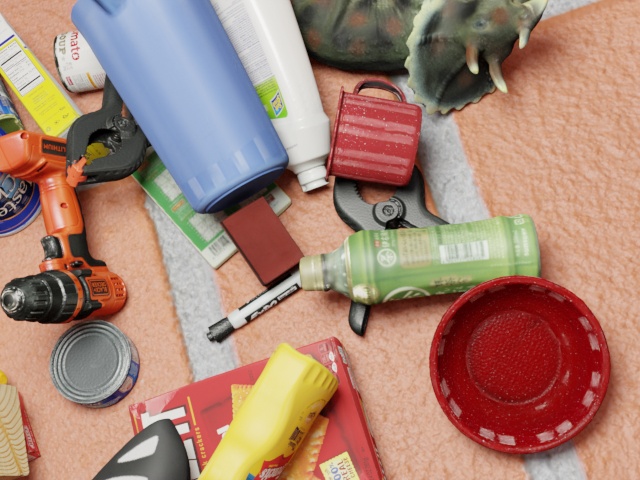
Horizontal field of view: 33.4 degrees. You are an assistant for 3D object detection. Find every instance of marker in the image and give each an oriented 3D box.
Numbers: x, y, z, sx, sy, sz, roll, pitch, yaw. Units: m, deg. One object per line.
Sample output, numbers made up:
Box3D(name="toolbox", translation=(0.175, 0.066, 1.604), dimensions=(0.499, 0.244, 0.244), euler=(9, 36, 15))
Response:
Box3D(name="marker", translation=(-0.063, 0.065, 1.078), dimensions=(0.121, 0.020, 0.020), euler=(-33, 68, -2))

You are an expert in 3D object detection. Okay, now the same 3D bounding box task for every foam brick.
Box3D(name="foam brick", translation=(-0.057, 0.001, 1.071), dimensions=(0.051, 0.053, 0.078), euler=(-35, 88, -2))

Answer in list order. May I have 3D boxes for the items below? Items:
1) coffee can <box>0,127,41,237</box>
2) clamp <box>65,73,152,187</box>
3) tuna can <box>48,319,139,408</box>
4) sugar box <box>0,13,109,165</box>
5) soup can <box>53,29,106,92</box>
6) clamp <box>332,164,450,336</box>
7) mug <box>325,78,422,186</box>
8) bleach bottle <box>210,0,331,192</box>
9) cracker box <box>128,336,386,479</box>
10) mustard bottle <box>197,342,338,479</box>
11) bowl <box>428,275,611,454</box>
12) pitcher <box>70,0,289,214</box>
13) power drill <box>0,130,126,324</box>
Box3D(name="coffee can", translation=(-0.361, -0.074, 1.117), dimensions=(0.103, 0.140, 0.103), euler=(-3, 70, 9))
Box3D(name="clamp", translation=(-0.211, -0.119, 1.094), dimensions=(0.120, 0.039, 0.171), euler=(38, 44, 11))
Box3D(name="tuna can", translation=(-0.228, 0.125, 1.079), dimensions=(0.086, 0.033, 0.086), euler=(-3, 70, 9))
Box3D(name="sugar box", translation=(-0.307, -0.162, 1.165), dimensions=(0.048, 0.093, 0.176), euler=(-40, 68, -6))
Box3D(name="soup can", translation=(-0.235, -0.205, 1.180), dimensions=(0.102, 0.068, 0.068), euler=(-10, 69, 7))
Box3D(name="clamp", translation=(0.063, -0.016, 1.073), dimensions=(0.164, 0.036, 0.210), euler=(-30, 71, -4))
Box3D(name="mug", translation=(0.054, -0.108, 1.044), dimensions=(0.081, 0.093, 0.117), euler=(10, 60, 0))
Box3D(name="bleach bottle", translation=(-0.051, -0.171, 1.108), dimensions=(0.067, 0.103, 0.251), euler=(-21, 92, -33))
Box3D(name="cracker box", translation=(-0.057, 0.201, 1.000), dimensions=(0.214, 0.072, 0.164), euler=(-19, 68, 4))
Box3D(name="mustard bottle", translation=(-0.058, 0.185, 0.915), dimensions=(0.058, 0.096, 0.191), euler=(29, 79, 19))
Box3D(name="bowl", translation=(0.180, 0.111, 0.982), dimensions=(0.162, 0.055, 0.162), euler=(0, 91, 5))
Box3D(name="pitcher", translation=(-0.130, -0.153, 1.066), dimensions=(0.149, 0.145, 0.243), euler=(-27, 84, -30))
Box3D(name="power drill", translation=(-0.268, -0.009, 1.038), dimensions=(0.057, 0.184, 0.187), euler=(-18, 83, 16))
